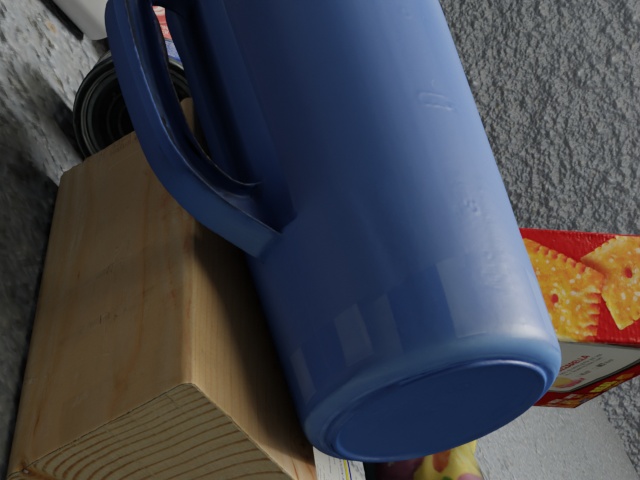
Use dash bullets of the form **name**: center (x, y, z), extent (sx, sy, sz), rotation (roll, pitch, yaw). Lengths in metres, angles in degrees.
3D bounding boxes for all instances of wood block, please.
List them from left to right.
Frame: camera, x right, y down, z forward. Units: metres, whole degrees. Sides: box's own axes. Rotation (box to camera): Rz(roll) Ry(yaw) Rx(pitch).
- **wood block**: center (-0.069, 0.037, 0.489), extent (0.090, 0.090, 0.206), rotation (51, 18, -34)

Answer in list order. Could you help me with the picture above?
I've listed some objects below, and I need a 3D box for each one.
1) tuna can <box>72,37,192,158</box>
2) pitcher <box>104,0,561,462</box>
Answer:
- **tuna can**: center (-0.096, -0.070, 0.608), extent (0.086, 0.086, 0.033), rotation (56, 17, -19)
- **pitcher**: center (0.007, -0.032, 0.474), extent (0.145, 0.149, 0.243), rotation (65, 7, -60)
